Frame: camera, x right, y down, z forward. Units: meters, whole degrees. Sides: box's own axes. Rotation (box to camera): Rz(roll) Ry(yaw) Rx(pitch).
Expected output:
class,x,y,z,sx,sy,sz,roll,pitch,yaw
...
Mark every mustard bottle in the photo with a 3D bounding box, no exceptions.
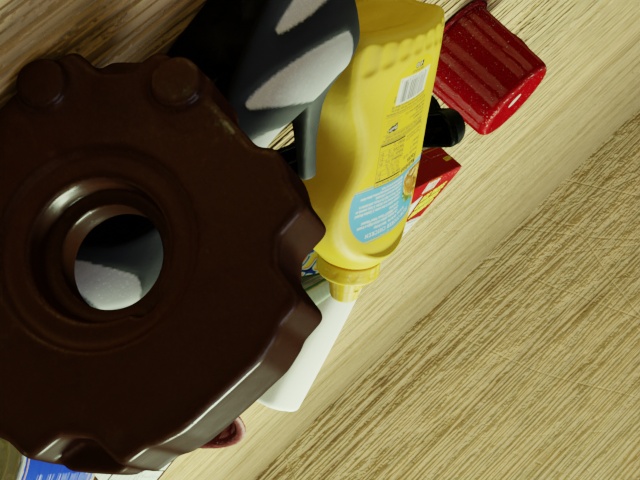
class,x,y,z,sx,sy,sz,roll,pitch,yaw
mustard bottle,0.025,-0.045,0.642,0.096,0.058,0.192,-36,140,-48

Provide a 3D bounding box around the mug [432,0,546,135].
class,x,y,z,sx,sy,sz,roll,pitch,yaw
mug,0.145,-0.150,0.924,0.117,0.081,0.093,-34,164,-44

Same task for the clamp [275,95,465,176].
class,x,y,z,sx,sy,sz,roll,pitch,yaw
clamp,0.028,-0.077,0.790,0.165,0.036,0.210,-14,-168,12
